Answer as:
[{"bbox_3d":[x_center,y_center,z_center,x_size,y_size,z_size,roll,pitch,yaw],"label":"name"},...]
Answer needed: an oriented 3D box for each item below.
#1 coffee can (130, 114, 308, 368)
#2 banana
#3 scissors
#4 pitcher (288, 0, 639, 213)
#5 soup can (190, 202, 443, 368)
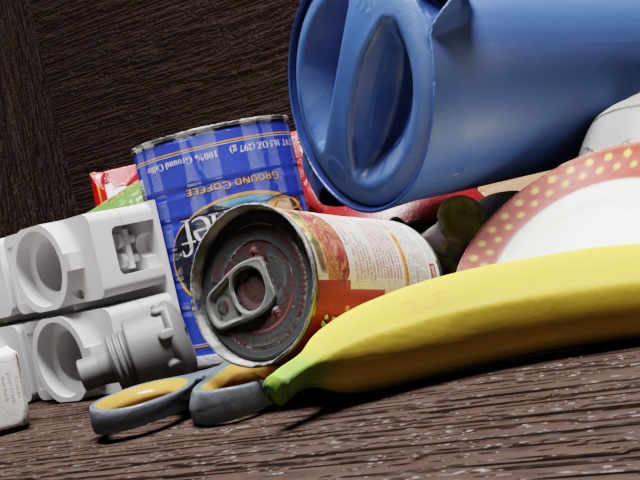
[{"bbox_3d":[-0.054,0.001,0.676,0.103,0.140,0.103,-13,1,0],"label":"coffee can"},{"bbox_3d":[0.078,0.032,0.410,0.198,0.037,0.069,-14,20,6],"label":"banana"},{"bbox_3d":[-0.056,0.067,0.526,0.096,0.016,0.202,-11,1,-3],"label":"scissors"},{"bbox_3d":[0.108,-0.091,0.625,0.242,0.145,0.149,-10,15,-32],"label":"pitcher"},{"bbox_3d":[0.001,0.021,0.475,0.069,0.068,0.102,-12,-10,36],"label":"soup can"}]
